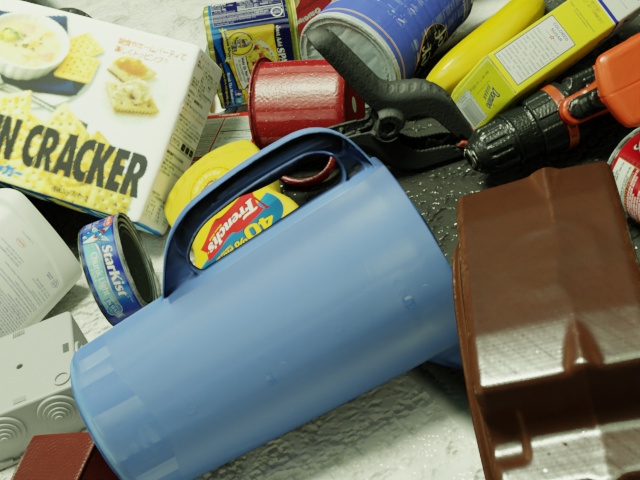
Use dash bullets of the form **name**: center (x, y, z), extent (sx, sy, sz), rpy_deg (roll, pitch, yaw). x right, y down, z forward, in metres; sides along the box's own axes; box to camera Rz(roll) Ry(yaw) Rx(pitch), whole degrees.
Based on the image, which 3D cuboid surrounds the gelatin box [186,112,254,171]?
- **gelatin box**: center (-0.089, -0.077, 0.958), extent (0.073, 0.030, 0.089), rpy_deg (-3, 43, 21)

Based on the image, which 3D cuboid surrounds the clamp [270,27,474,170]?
- **clamp**: center (0.042, -0.091, 0.859), extent (0.171, 0.120, 0.039), rpy_deg (20, 36, -19)

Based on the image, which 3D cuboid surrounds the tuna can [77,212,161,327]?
- **tuna can**: center (-0.154, 0.024, 0.820), extent (0.034, 0.086, 0.086), rpy_deg (-20, 38, 3)

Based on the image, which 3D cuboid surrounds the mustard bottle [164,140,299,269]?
- **mustard bottle**: center (-0.056, 0.001, 0.823), extent (0.096, 0.058, 0.192), rpy_deg (-37, 40, 3)

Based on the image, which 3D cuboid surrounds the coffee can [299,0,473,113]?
- **coffee can**: center (0.062, -0.197, 0.974), extent (0.103, 0.103, 0.140), rpy_deg (13, 49, 36)

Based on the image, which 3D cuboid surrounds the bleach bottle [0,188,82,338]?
- **bleach bottle**: center (-0.299, 0.076, 0.810), extent (0.068, 0.102, 0.250), rpy_deg (-9, 34, 50)

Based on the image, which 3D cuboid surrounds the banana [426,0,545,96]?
- **banana**: center (0.150, -0.177, 0.949), extent (0.197, 0.037, 0.070), rpy_deg (-40, 18, -26)

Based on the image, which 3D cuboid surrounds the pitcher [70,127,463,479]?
- **pitcher**: center (-0.036, 0.051, 0.680), extent (0.243, 0.145, 0.149), rpy_deg (-30, 59, -1)

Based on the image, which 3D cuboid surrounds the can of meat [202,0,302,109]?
- **can of meat**: center (-0.061, -0.175, 0.993), extent (0.084, 0.102, 0.057), rpy_deg (-10, 39, -2)

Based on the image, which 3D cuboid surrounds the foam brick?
- **foam brick**: center (-0.165, 0.168, 0.679), extent (0.053, 0.051, 0.078), rpy_deg (-5, 40, 21)

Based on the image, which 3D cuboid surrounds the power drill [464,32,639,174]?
- **power drill**: center (0.203, -0.104, 0.763), extent (0.184, 0.057, 0.188), rpy_deg (-27, 3, -6)

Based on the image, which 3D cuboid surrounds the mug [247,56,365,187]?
- **mug**: center (-0.010, -0.102, 0.915), extent (0.082, 0.093, 0.117), rpy_deg (-1, 73, 17)

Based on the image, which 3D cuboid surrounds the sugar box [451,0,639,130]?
- **sugar box**: center (0.196, -0.162, 0.881), extent (0.176, 0.048, 0.093), rpy_deg (-33, -5, -17)
